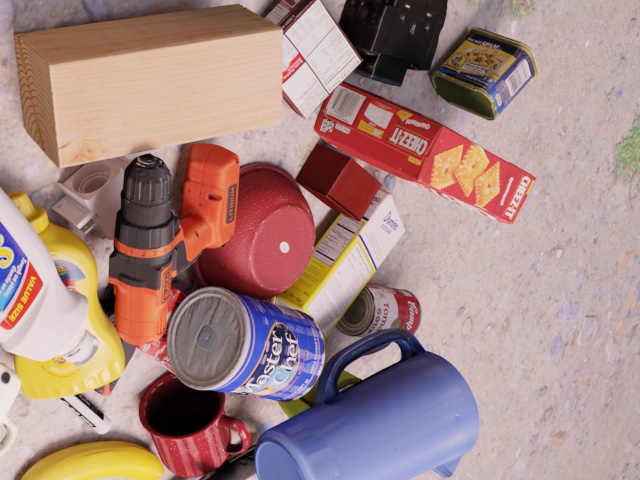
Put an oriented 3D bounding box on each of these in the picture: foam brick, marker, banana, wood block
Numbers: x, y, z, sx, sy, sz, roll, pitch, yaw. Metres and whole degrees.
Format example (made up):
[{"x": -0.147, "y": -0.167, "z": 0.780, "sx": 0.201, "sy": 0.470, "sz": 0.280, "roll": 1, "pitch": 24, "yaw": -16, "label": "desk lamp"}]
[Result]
[{"x": 0.021, "y": -0.065, "z": 1.198, "sx": 0.051, "sy": 0.053, "sz": 0.078, "roll": -59, "pitch": 143, "yaw": -4, "label": "foam brick"}, {"x": -0.245, "y": 0.157, "z": 1.057, "sx": 0.020, "sy": 0.020, "sz": 0.121, "roll": -49, "pitch": 140, "yaw": -16, "label": "marker"}, {"x": -0.236, "y": 0.238, "z": 1.105, "sx": 0.197, "sy": 0.037, "sz": 0.070, "roll": -6, "pitch": 133, "yaw": -45, "label": "banana"}, {"x": -0.142, "y": -0.136, "z": 0.911, "sx": 0.205, "sy": 0.090, "sz": 0.091, "roll": -15, "pitch": 123, "yaw": -28, "label": "wood block"}]

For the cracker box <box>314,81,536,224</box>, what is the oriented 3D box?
[{"x": 0.119, "y": -0.095, "z": 1.200, "sx": 0.213, "sy": 0.164, "sz": 0.072, "roll": 20, "pitch": 98, "yaw": -51, "label": "cracker box"}]

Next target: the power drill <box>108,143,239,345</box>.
[{"x": -0.134, "y": -0.021, "z": 0.980, "sx": 0.187, "sy": 0.057, "sz": 0.184, "roll": -54, "pitch": 158, "yaw": -57, "label": "power drill"}]

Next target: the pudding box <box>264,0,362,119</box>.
[{"x": -0.018, "y": -0.190, "z": 1.083, "sx": 0.090, "sy": 0.039, "sz": 0.113, "roll": -47, "pitch": 142, "yaw": -3, "label": "pudding box"}]

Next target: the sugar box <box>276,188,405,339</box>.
[{"x": 0.027, "y": 0.025, "z": 1.255, "sx": 0.176, "sy": 0.048, "sz": 0.093, "roll": -54, "pitch": 151, "yaw": -16, "label": "sugar box"}]

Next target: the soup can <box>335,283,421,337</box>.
[{"x": 0.070, "y": 0.090, "z": 1.332, "sx": 0.102, "sy": 0.069, "sz": 0.068, "roll": 12, "pitch": 102, "yaw": -50, "label": "soup can"}]

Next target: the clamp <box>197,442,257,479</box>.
[{"x": -0.108, "y": 0.269, "z": 1.207, "sx": 0.209, "sy": 0.165, "sz": 0.036, "roll": -23, "pitch": 83, "yaw": -46, "label": "clamp"}]

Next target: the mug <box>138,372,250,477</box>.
[{"x": -0.129, "y": 0.201, "z": 1.141, "sx": 0.081, "sy": 0.117, "sz": 0.093, "roll": 81, "pitch": 23, "yaw": -43, "label": "mug"}]

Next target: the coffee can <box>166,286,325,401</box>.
[{"x": -0.075, "y": 0.110, "z": 1.105, "sx": 0.140, "sy": 0.103, "sz": 0.103, "roll": 21, "pitch": 95, "yaw": -54, "label": "coffee can"}]

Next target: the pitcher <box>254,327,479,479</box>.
[{"x": 0.047, "y": 0.211, "z": 1.187, "sx": 0.242, "sy": 0.149, "sz": 0.145, "roll": -18, "pitch": 139, "yaw": -36, "label": "pitcher"}]

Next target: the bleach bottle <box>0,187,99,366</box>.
[{"x": -0.264, "y": 0.010, "z": 0.854, "sx": 0.102, "sy": 0.068, "sz": 0.250, "roll": -45, "pitch": 122, "yaw": -7, "label": "bleach bottle"}]

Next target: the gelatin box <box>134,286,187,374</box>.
[{"x": -0.153, "y": 0.095, "z": 1.114, "sx": 0.073, "sy": 0.030, "sz": 0.089, "roll": -56, "pitch": 142, "yaw": -10, "label": "gelatin box"}]

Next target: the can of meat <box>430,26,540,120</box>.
[{"x": 0.195, "y": -0.199, "z": 1.277, "sx": 0.084, "sy": 0.102, "sz": 0.057, "roll": -47, "pitch": 139, "yaw": -16, "label": "can of meat"}]

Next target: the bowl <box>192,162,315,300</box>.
[{"x": -0.057, "y": 0.001, "z": 1.134, "sx": 0.161, "sy": 0.055, "sz": 0.162, "roll": -19, "pitch": 119, "yaw": -40, "label": "bowl"}]

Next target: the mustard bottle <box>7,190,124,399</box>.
[{"x": -0.242, "y": 0.045, "z": 0.944, "sx": 0.096, "sy": 0.058, "sz": 0.191, "roll": -13, "pitch": 115, "yaw": -3, "label": "mustard bottle"}]
